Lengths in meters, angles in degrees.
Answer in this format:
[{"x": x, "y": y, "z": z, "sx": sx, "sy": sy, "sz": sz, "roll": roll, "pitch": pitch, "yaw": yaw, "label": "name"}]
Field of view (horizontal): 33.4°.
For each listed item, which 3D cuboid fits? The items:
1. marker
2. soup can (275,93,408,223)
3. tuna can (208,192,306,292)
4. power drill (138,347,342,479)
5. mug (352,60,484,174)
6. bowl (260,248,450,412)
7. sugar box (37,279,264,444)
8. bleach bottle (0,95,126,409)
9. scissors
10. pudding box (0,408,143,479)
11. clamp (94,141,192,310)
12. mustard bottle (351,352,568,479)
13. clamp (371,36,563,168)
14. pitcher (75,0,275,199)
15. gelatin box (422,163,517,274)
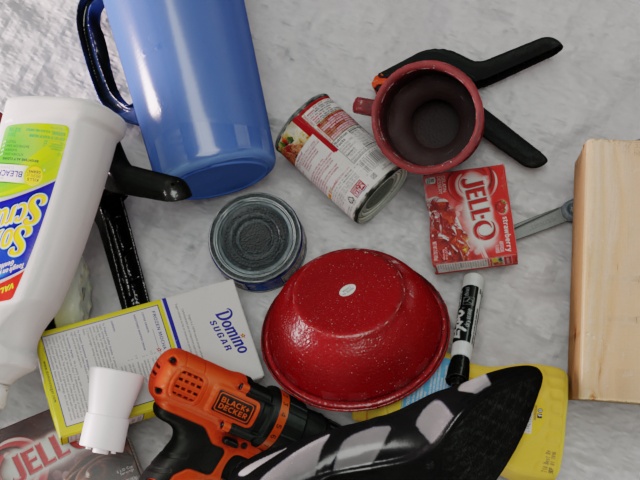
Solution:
[{"x": 0.121, "y": 0.075, "z": 0.889, "sx": 0.020, "sy": 0.020, "sz": 0.121, "roll": 9, "pitch": 45, "yaw": 8, "label": "marker"}, {"x": 0.019, "y": -0.072, "z": 0.945, "sx": 0.102, "sy": 0.068, "sz": 0.068, "roll": 43, "pitch": 83, "yaw": 14, "label": "soup can"}, {"x": -0.056, "y": 0.001, "z": 0.951, "sx": 0.086, "sy": 0.033, "sz": 0.086, "roll": -2, "pitch": 75, "yaw": 6, "label": "tuna can"}, {"x": -0.084, "y": 0.200, "z": 0.868, "sx": 0.184, "sy": 0.057, "sz": 0.187, "roll": 28, "pitch": 85, "yaw": -18, "label": "power drill"}, {"x": 0.085, "y": -0.104, "z": 0.913, "sx": 0.117, "sy": 0.081, "sz": 0.093, "roll": 10, "pitch": 94, "yaw": 14, "label": "mug"}, {"x": 0.026, "y": 0.059, "z": 0.883, "sx": 0.162, "sy": 0.055, "sz": 0.162, "roll": -5, "pitch": 48, "yaw": 6, "label": "bowl"}, {"x": -0.145, "y": 0.102, "z": 0.904, "sx": 0.176, "sy": 0.048, "sz": 0.093, "roll": -14, "pitch": 74, "yaw": -19, "label": "sugar box"}, {"x": -0.234, "y": 0.011, "z": 0.861, "sx": 0.103, "sy": 0.068, "sz": 0.251, "roll": 5, "pitch": 77, "yaw": 24, "label": "bleach bottle"}, {"x": 0.239, "y": -0.015, "z": 0.932, "sx": 0.201, "sy": 0.016, "sz": 0.096, "roll": -36, "pitch": 74, "yaw": -4, "label": "scissors"}, {"x": -0.216, "y": 0.188, "z": 0.908, "sx": 0.113, "sy": 0.039, "sz": 0.090, "roll": -22, "pitch": 73, "yaw": -11, "label": "pudding box"}, {"x": -0.183, "y": -0.052, "z": 0.938, "sx": 0.036, "sy": 0.165, "sz": 0.210, "roll": -14, "pitch": 60, "yaw": -38, "label": "clamp"}, {"x": 0.103, "y": 0.140, "z": 0.882, "sx": 0.192, "sy": 0.058, "sz": 0.096, "roll": 8, "pitch": 66, "yaw": 8, "label": "mustard bottle"}, {"x": 0.136, "y": -0.141, "z": 0.966, "sx": 0.171, "sy": 0.039, "sz": 0.120, "roll": 17, "pitch": 76, "yaw": 11, "label": "clamp"}, {"x": -0.128, "y": -0.161, "z": 0.962, "sx": 0.144, "sy": 0.149, "sz": 0.243, "roll": -10, "pitch": 76, "yaw": -21, "label": "pitcher"}, {"x": 0.130, "y": -0.019, "z": 0.929, "sx": 0.073, "sy": 0.030, "sz": 0.089, "roll": -7, "pitch": 66, "yaw": 10, "label": "gelatin box"}]
